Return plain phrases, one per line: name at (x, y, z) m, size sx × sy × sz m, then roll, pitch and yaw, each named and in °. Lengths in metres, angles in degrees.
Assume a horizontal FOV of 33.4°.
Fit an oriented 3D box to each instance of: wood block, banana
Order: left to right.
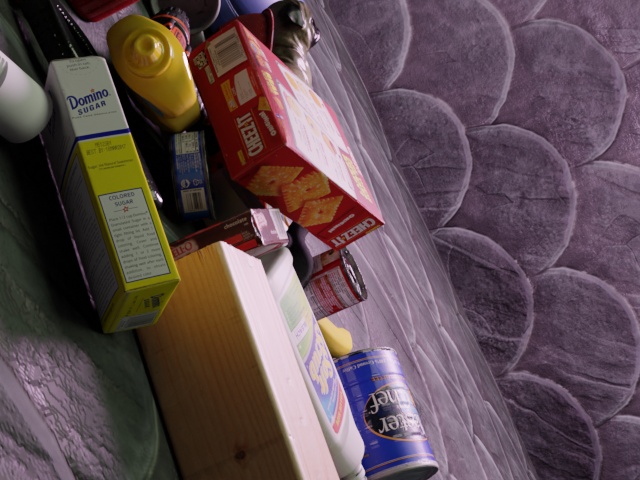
wood block at (-0.066, 0.117, 0.816) m, size 0.206 × 0.091 × 0.090 m, roll 69°, pitch 13°, yaw 17°
banana at (0.005, 0.108, 1.290) m, size 0.197 × 0.037 × 0.069 m, roll 47°, pitch 22°, yaw -57°

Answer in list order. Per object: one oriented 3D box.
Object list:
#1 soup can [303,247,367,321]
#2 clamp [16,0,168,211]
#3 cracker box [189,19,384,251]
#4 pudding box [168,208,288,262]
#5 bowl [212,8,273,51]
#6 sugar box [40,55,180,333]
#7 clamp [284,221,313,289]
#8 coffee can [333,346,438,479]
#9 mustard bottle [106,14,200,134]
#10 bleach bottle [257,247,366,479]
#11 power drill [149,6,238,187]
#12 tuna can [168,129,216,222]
soup can at (-0.008, 0.055, 1.178) m, size 0.068 × 0.102 × 0.068 m, roll 60°, pitch 12°, yaw -23°
clamp at (-0.186, -0.119, 0.884) m, size 0.210 × 0.036 × 0.164 m, roll 59°, pitch 4°, yaw -26°
cracker box at (-0.033, -0.099, 1.082) m, size 0.213 × 0.072 × 0.164 m, roll 36°, pitch 27°, yaw -56°
pudding box at (-0.084, 0.003, 0.974) m, size 0.113 × 0.090 × 0.039 m, roll -1°, pitch 70°, yaw -79°
bowl at (-0.105, -0.202, 1.266) m, size 0.162 × 0.055 × 0.162 m, roll -168°, pitch -90°, yaw -74°
sugar box at (-0.151, -0.031, 0.749) m, size 0.093 × 0.048 × 0.176 m, roll -49°, pitch -124°, yaw 59°
clamp at (-0.058, 0.001, 1.149) m, size 0.039 × 0.120 × 0.171 m, roll 93°, pitch 3°, yaw -51°
coffee can at (0.058, 0.202, 1.172) m, size 0.102 × 0.103 × 0.140 m, roll 43°, pitch 25°, yaw -62°
mustard bottle at (-0.149, -0.151, 0.946) m, size 0.096 × 0.058 × 0.192 m, roll 54°, pitch -5°, yaw 0°
bleach bottle at (-0.016, 0.138, 1.064) m, size 0.251 × 0.068 × 0.102 m, roll 64°, pitch 23°, yaw -17°
power drill at (-0.136, -0.156, 1.157) m, size 0.187 × 0.057 × 0.184 m, roll 58°, pitch 16°, yaw -23°
tuna can at (-0.121, -0.060, 1.008) m, size 0.086 × 0.033 × 0.086 m, roll 172°, pitch -90°, yaw -87°
